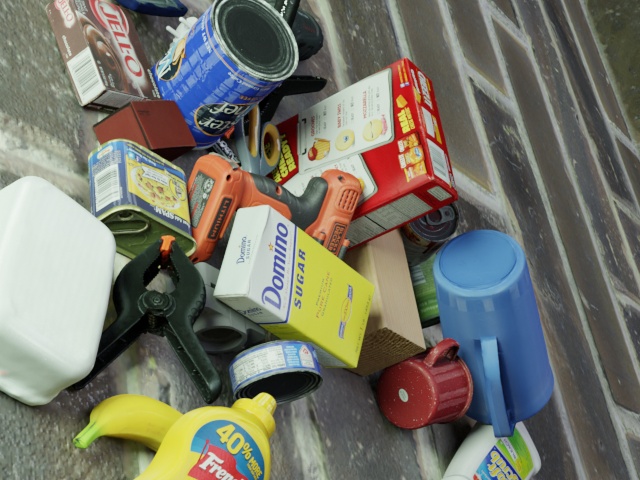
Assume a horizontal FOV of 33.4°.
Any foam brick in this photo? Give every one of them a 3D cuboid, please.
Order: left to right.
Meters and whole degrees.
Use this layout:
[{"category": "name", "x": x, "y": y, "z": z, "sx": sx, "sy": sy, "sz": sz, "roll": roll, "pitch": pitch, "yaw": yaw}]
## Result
[{"category": "foam brick", "x": -0.168, "y": -0.100, "z": 1.024, "sx": 0.078, "sy": 0.051, "sz": 0.053, "roll": -15, "pitch": 78, "yaw": -63}]

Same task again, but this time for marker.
[{"category": "marker", "x": -0.103, "y": -0.093, "z": 1.165, "sx": 0.121, "sy": 0.020, "sz": 0.020, "roll": 51, "pitch": 29, "yaw": -22}]

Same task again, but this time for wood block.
[{"category": "wood block", "x": 0.044, "y": 0.038, "z": 1.230, "sx": 0.090, "sy": 0.090, "sz": 0.206, "roll": 30, "pitch": 41, "yaw": -47}]

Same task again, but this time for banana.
[{"category": "banana", "x": -0.123, "y": 0.176, "z": 0.879, "sx": 0.197, "sy": 0.037, "sz": 0.069, "roll": 39, "pitch": 55, "yaw": -36}]

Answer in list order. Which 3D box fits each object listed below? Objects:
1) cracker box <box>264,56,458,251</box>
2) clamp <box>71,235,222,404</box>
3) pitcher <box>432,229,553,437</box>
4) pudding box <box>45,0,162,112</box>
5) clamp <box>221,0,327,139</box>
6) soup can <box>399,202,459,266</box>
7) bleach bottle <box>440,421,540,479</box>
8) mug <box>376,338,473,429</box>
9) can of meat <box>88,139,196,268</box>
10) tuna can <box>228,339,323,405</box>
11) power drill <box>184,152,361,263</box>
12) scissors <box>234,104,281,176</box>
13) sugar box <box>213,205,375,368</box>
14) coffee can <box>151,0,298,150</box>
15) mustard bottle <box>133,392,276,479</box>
[{"category": "cracker box", "x": 0.035, "y": -0.080, "z": 1.182, "sx": 0.072, "sy": 0.214, "sz": 0.164, "roll": 31, "pitch": 42, "yaw": -49}, {"category": "clamp", "x": -0.147, "y": 0.065, "z": 0.888, "sx": 0.120, "sy": 0.039, "sz": 0.171, "roll": 5, "pitch": 42, "yaw": -16}, {"category": "pitcher", "x": 0.208, "y": 0.113, "z": 1.297, "sx": 0.149, "sy": 0.144, "sz": 0.243, "roll": 35, "pitch": -26, "yaw": 41}, {"category": "pudding box", "x": -0.209, "y": -0.180, "z": 1.035, "sx": 0.089, "sy": 0.039, "sz": 0.113, "roll": 2, "pitch": 64, "yaw": -60}, {"category": "clamp", "x": -0.057, "y": -0.182, "z": 1.227, "sx": 0.209, "sy": 0.036, "sz": 0.164, "roll": -57, "pitch": 148, "yaw": -26}, {"category": "soup can", "x": 0.121, "y": -0.014, "z": 1.309, "sx": 0.068, "sy": 0.102, "sz": 0.068, "roll": 5, "pitch": 69, "yaw": -13}, {"category": "bleach bottle", "x": 0.196, "y": 0.300, "z": 1.296, "sx": 0.102, "sy": 0.068, "sz": 0.250, "roll": 64, "pitch": 30, "yaw": -5}, {"category": "mug", "x": 0.124, "y": 0.164, "z": 1.238, "sx": 0.093, "sy": 0.117, "sz": 0.081, "roll": 39, "pitch": 22, "yaw": 27}, {"category": "can of meat", "x": -0.163, "y": -0.034, "z": 0.968, "sx": 0.102, "sy": 0.058, "sz": 0.084, "roll": 32, "pitch": 39, "yaw": -46}, {"category": "tuna can", "x": -0.043, "y": 0.126, "z": 1.005, "sx": 0.086, "sy": 0.086, "sz": 0.034, "roll": 24, "pitch": 44, "yaw": -51}, {"category": "power drill", "x": -0.057, "y": 0.001, "z": 1.060, "sx": 0.187, "sy": 0.057, "sz": 0.184, "roll": 15, "pitch": 98, "yaw": -42}, {"category": "scissors", "x": -0.067, "y": -0.055, "z": 1.158, "sx": 0.096, "sy": 0.016, "sz": 0.202, "roll": 12, "pitch": 73, "yaw": -63}, {"category": "sugar box", "x": -0.020, "y": 0.048, "z": 1.018, "sx": 0.176, "sy": 0.048, "sz": 0.093, "roll": 38, "pitch": 57, "yaw": -44}, {"category": "coffee can", "x": -0.104, "y": -0.168, "z": 1.073, "sx": 0.102, "sy": 0.141, "sz": 0.103, "roll": 22, "pitch": 52, "yaw": -31}, {"category": "mustard bottle", "x": -0.091, "y": 0.188, "z": 0.839, "sx": 0.096, "sy": 0.058, "sz": 0.191, "roll": 56, "pitch": 45, "yaw": -16}]
